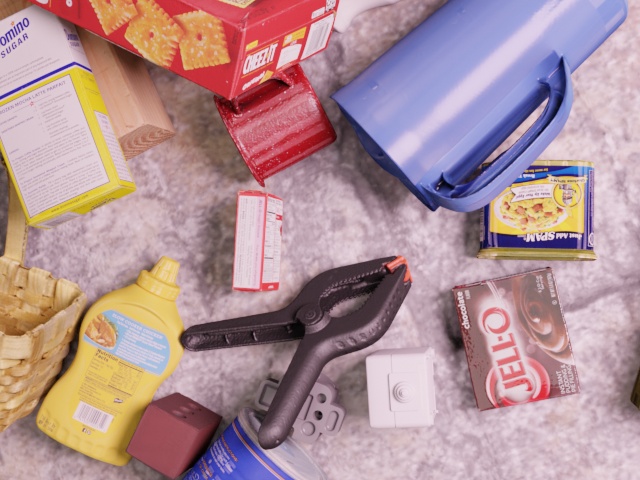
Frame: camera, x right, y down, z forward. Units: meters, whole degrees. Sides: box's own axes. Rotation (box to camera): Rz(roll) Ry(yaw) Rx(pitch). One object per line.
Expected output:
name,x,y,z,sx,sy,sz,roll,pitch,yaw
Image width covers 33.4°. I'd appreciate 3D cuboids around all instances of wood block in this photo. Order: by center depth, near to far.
wood block,-0.225,-0.174,0.983,0.091,0.090,0.206,-26,85,9

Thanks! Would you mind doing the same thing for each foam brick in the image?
foam brick,-0.131,0.175,0.964,0.053,0.078,0.051,28,95,9

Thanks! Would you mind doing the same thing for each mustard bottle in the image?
mustard bottle,-0.179,0.103,0.983,0.096,0.058,0.191,26,93,-2

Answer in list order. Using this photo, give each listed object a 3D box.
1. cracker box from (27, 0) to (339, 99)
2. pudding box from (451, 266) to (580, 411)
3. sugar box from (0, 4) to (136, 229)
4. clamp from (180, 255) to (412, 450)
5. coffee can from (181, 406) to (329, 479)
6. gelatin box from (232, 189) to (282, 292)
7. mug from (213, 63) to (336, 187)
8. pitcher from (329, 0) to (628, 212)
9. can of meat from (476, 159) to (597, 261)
cracker box,-0.113,-0.210,0.892,0.214,0.164,0.072,29,125,17
pudding box,0.171,0.086,0.933,0.090,0.039,0.113,-13,86,10
sugar box,-0.233,-0.107,0.915,0.093,0.048,0.176,-22,81,10
clamp,-0.004,0.084,0.926,0.210,0.036,0.165,-28,42,-9
coffee can,-0.075,0.232,0.937,0.103,0.102,0.140,41,93,8
gelatin box,-0.056,0.001,0.957,0.030,0.073,0.089,2,89,9
mug,-0.041,-0.112,0.940,0.081,0.117,0.093,-28,56,3
pitcher,0.142,-0.142,0.898,0.243,0.145,0.149,-42,95,3
can of meat,0.187,-0.025,0.925,0.102,0.057,0.084,1,86,9
